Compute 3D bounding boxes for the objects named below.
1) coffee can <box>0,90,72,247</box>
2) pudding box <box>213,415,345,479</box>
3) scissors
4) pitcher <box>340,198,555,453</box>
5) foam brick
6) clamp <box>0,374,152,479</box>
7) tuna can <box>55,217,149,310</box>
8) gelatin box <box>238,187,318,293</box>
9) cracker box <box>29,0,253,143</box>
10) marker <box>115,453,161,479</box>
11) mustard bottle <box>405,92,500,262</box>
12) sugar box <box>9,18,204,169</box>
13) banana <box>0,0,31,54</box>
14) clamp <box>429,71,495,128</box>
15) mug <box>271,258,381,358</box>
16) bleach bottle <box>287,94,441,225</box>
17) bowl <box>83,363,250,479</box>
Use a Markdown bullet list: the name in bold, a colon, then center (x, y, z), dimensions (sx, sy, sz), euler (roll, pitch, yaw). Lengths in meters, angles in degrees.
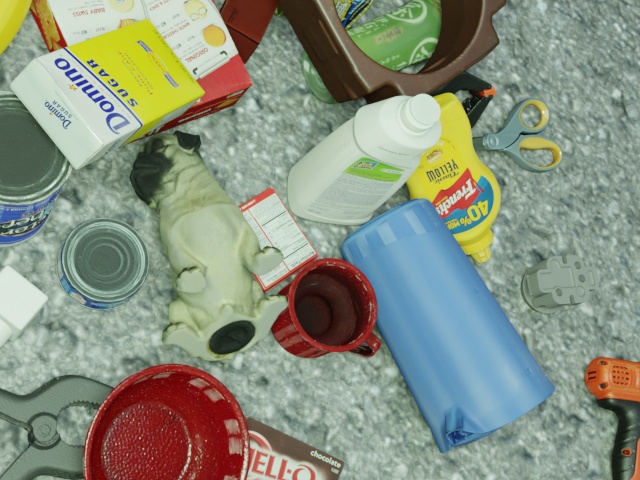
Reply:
- **coffee can**: center (-0.282, -0.060, 0.955), dimensions (0.102, 0.140, 0.103), euler (6, 73, -20)
- **pudding box**: center (-0.044, 0.233, 1.024), dimensions (0.113, 0.039, 0.090), euler (28, 67, -12)
- **scissors**: center (0.199, -0.129, 1.216), dimensions (0.201, 0.016, 0.096), euler (12, 76, -30)
- **pitcher**: center (0.128, 0.081, 1.097), dimensions (0.145, 0.149, 0.243), euler (-28, 84, -8)
- **foam brick**: center (-0.080, -0.241, 1.137), dimensions (0.053, 0.051, 0.078), euler (29, 66, -11)
- **clamp**: center (-0.253, 0.183, 0.954), dimensions (0.209, 0.036, 0.164), euler (-1, 74, -25)
- **tuna can**: center (-0.208, 0.022, 1.021), dimensions (0.086, 0.034, 0.086), euler (6, 73, -20)
- **gelatin box**: center (-0.057, 0.001, 1.090), dimensions (0.073, 0.030, 0.089), euler (-33, 89, -28)
- **cracker box**: center (-0.190, -0.215, 1.075), dimensions (0.164, 0.072, 0.214), euler (-24, 86, -25)
- **marker**: center (-0.196, 0.234, 0.974), dimensions (0.121, 0.020, 0.020), euler (-35, 90, -26)
- **mustard bottle**: center (0.139, -0.056, 1.146), dimensions (0.096, 0.058, 0.191), euler (-26, 115, 6)
- **sugar box**: center (-0.183, -0.134, 0.946), dimensions (0.093, 0.048, 0.176), euler (52, 30, -4)
- **banana**: center (-0.333, -0.186, 1.005), dimensions (0.197, 0.069, 0.037), euler (-43, 61, -11)
- **clamp**: center (0.123, -0.153, 1.183), dimensions (0.171, 0.039, 0.120), euler (-34, 126, -29)
- **mug**: center (0.008, 0.078, 1.065), dimensions (0.117, 0.082, 0.093), euler (34, 66, -10)
- **bleach bottle**: center (0.053, -0.081, 1.033), dimensions (0.102, 0.251, 0.068), euler (5, 74, -21)
- **bowl**: center (-0.145, 0.191, 0.959), dimensions (0.161, 0.055, 0.162), euler (3, 84, -33)
